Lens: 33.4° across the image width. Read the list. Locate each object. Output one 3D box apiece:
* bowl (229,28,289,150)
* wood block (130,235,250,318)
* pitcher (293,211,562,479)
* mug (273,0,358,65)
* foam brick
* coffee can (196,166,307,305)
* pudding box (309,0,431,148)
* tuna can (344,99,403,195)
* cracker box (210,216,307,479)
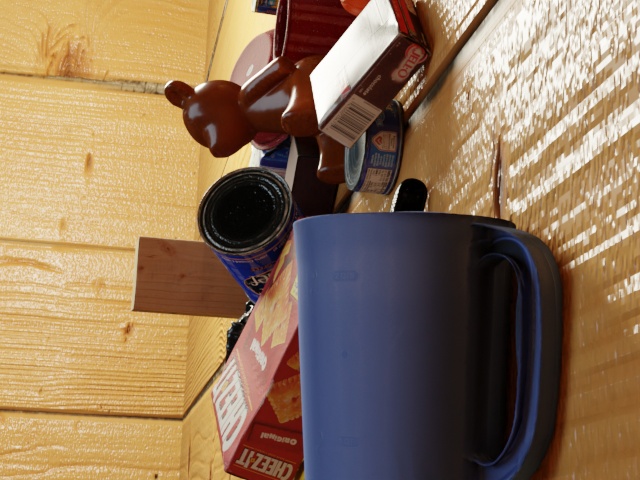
[{"bbox_3d":[-0.061,-0.189,1.245,0.162,0.055,0.162,-36,42,41],"label":"bowl"},{"bbox_3d":[-0.128,0.051,1.335,0.091,0.206,0.090,153,121,-77],"label":"wood block"},{"bbox_3d":[0.056,0.103,0.618,0.149,0.145,0.243,82,-172,-84],"label":"pitcher"},{"bbox_3d":[-0.005,-0.224,1.145,0.117,0.081,0.093,-137,52,-76],"label":"mug"},{"bbox_3d":[-0.009,-0.072,1.181,0.053,0.051,0.078,-102,20,-54],"label":"foam brick"},{"bbox_3d":[-0.057,0.001,1.125,0.140,0.103,0.103,59,-154,-57],"label":"coffee can"},{"bbox_3d":[0.040,-0.147,0.899,0.114,0.039,0.090,-46,30,28],"label":"pudding box"},{"bbox_3d":[0.046,-0.084,0.948,0.086,0.033,0.086,-175,90,-79],"label":"tuna can"},{"bbox_3d":[-0.028,0.100,1.003,0.214,0.072,0.164,-63,16,12],"label":"cracker box"}]
